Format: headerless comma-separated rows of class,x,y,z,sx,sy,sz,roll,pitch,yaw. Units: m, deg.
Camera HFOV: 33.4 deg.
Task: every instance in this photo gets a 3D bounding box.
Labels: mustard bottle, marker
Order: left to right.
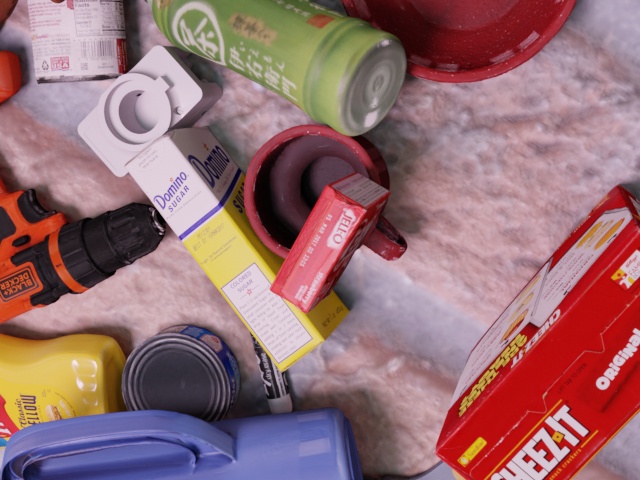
mustard bottle,-0.244,0.117,0.828,0.192,0.058,0.096,1,119,14
marker,-0.036,0.098,0.799,0.020,0.020,0.121,-12,96,14

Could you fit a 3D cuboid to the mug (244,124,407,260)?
mug,0.012,-0.028,0.735,0.117,0.081,0.093,36,105,5

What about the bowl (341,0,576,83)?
bowl,0.093,-0.185,0.705,0.162,0.055,0.162,2,99,12

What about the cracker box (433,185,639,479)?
cracker box,0.156,0.059,0.648,0.072,0.213,0.164,40,105,4

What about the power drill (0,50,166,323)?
power drill,-0.225,-0.042,0.799,0.185,0.057,0.187,-23,93,15

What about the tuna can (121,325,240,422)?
tuna can,-0.104,0.108,0.809,0.086,0.033,0.086,2,99,12

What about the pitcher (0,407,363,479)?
pitcher,-0.094,0.181,0.740,0.243,0.149,0.145,-11,84,4

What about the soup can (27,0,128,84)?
soup can,-0.174,-0.165,0.762,0.068,0.068,0.102,-1,99,13

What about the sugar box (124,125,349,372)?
sugar box,-0.055,0.001,0.749,0.048,0.093,0.176,-35,91,15

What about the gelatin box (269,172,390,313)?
gelatin box,0.008,-0.001,0.650,0.030,0.089,0.073,32,104,6
